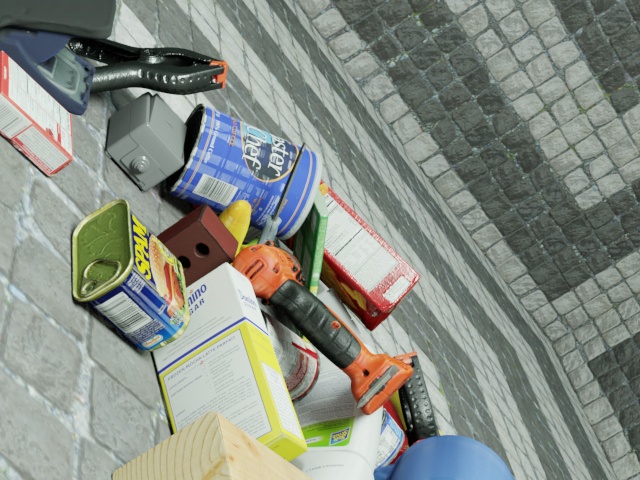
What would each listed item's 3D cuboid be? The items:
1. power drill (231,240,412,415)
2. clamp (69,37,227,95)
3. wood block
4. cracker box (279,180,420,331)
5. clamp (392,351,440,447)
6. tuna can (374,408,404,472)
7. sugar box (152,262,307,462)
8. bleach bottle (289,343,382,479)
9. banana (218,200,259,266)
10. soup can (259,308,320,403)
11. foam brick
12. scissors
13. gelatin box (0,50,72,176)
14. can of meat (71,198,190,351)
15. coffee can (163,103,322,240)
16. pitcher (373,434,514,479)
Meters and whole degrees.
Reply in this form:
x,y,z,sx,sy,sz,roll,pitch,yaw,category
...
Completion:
x,y,z,sx,sy,sz,roll,pitch,yaw,category
0.001,0.078,1.000,0.188,0.057,0.184,42,3,9,power drill
-0.183,-0.173,1.094,0.120,0.171,0.039,-87,-177,-52,clamp
-0.042,0.217,0.757,0.206,0.091,0.090,45,18,-43,wood block
0.016,0.008,1.312,0.214,0.072,0.164,44,-11,6,cracker box
0.121,0.234,1.226,0.164,0.036,0.210,-133,-150,-79,clamp
0.042,0.210,1.093,0.033,0.086,0.086,53,14,-12,tuna can
-0.080,0.112,0.861,0.048,0.093,0.176,44,19,-46,sugar box
0.006,0.192,1.019,0.250,0.103,0.068,-75,145,-64,bleach bottle
-0.093,0.004,1.082,0.037,0.069,0.198,34,-8,5,banana
-0.053,0.109,1.021,0.102,0.068,0.068,41,21,-50,soup can
-0.122,0.012,0.979,0.053,0.078,0.051,51,15,-15,foam brick
-0.057,0.001,1.077,0.016,0.202,0.096,23,42,1,scissors
-0.249,-0.106,0.902,0.089,0.030,0.073,48,15,-38,gelatin box
-0.153,0.030,0.869,0.084,0.057,0.102,50,15,-38,can of meat
-0.083,-0.072,1.139,0.140,0.103,0.103,22,27,-20,coffee can
0.121,0.253,0.934,0.145,0.149,0.242,64,6,7,pitcher
